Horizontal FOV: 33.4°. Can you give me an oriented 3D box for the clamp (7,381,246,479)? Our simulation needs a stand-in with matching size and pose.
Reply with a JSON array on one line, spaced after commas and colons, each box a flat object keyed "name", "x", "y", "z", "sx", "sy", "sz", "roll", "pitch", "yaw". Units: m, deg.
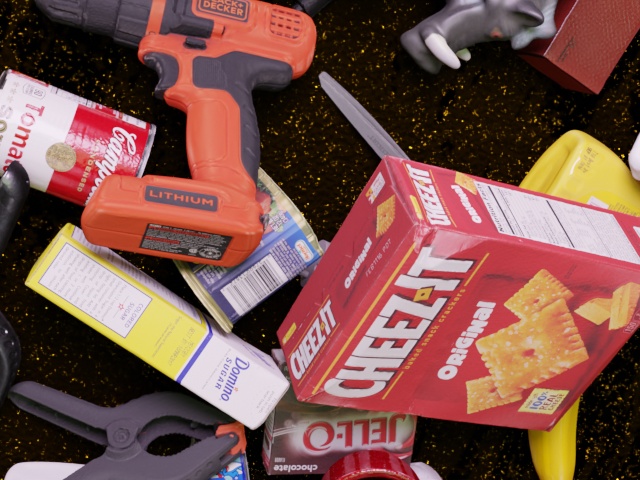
[{"name": "clamp", "x": -0.137, "y": 0.149, "z": 0.715, "sx": 0.171, "sy": 0.120, "sz": 0.039, "roll": -1, "pitch": 146, "yaw": 5}]

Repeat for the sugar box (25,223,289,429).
[{"name": "sugar box", "x": -0.109, "y": 0.056, "z": 0.711, "sx": 0.176, "sy": 0.093, "sz": 0.048, "roll": 37, "pitch": 88, "yaw": -12}]

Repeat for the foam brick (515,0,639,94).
[{"name": "foam brick", "x": 0.186, "y": -0.150, "z": 0.752, "sx": 0.053, "sy": 0.051, "sz": 0.078, "roll": 31, "pitch": 96, "yaw": -17}]

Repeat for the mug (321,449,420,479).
[{"name": "mug", "x": 0.035, "y": 0.206, "z": 0.745, "sx": 0.093, "sy": 0.081, "sz": 0.117, "roll": 8, "pitch": 93, "yaw": 0}]

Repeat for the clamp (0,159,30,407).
[{"name": "clamp", "x": -0.241, "y": 0.041, "z": 0.698, "sx": 0.165, "sy": 0.036, "sz": 0.210, "roll": -8, "pitch": 115, "yaw": 14}]

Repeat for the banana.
[{"name": "banana", "x": 0.193, "y": 0.108, "z": 0.810, "sx": 0.037, "sy": 0.070, "sz": 0.198, "roll": -7, "pitch": 128, "yaw": -35}]

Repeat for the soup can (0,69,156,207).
[{"name": "soup can", "x": -0.166, "y": -0.062, "z": 0.692, "sx": 0.102, "sy": 0.068, "sz": 0.068, "roll": 21, "pitch": 99, "yaw": -15}]

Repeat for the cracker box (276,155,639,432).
[{"name": "cracker box", "x": 0.103, "y": 0.046, "z": 0.710, "sx": 0.213, "sy": 0.072, "sz": 0.164, "roll": 11, "pitch": 128, "yaw": -28}]

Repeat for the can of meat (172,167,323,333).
[{"name": "can of meat", "x": -0.055, "y": 0.001, "z": 0.713, "sx": 0.084, "sy": 0.102, "sz": 0.057, "roll": -36, "pitch": 124, "yaw": -4}]

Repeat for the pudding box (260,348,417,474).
[{"name": "pudding box", "x": 0.016, "y": 0.126, "z": 0.793, "sx": 0.113, "sy": 0.039, "sz": 0.090, "roll": 3, "pitch": 104, "yaw": -12}]

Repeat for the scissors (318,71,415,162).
[{"name": "scissors", "x": 0.061, "y": -0.028, "z": 0.771, "sx": 0.202, "sy": 0.016, "sz": 0.096, "roll": 35, "pitch": 124, "yaw": 1}]

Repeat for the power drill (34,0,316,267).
[{"name": "power drill", "x": -0.096, "y": -0.085, "z": 0.658, "sx": 0.184, "sy": 0.057, "sz": 0.187, "roll": 10, "pitch": 63, "yaw": -12}]
